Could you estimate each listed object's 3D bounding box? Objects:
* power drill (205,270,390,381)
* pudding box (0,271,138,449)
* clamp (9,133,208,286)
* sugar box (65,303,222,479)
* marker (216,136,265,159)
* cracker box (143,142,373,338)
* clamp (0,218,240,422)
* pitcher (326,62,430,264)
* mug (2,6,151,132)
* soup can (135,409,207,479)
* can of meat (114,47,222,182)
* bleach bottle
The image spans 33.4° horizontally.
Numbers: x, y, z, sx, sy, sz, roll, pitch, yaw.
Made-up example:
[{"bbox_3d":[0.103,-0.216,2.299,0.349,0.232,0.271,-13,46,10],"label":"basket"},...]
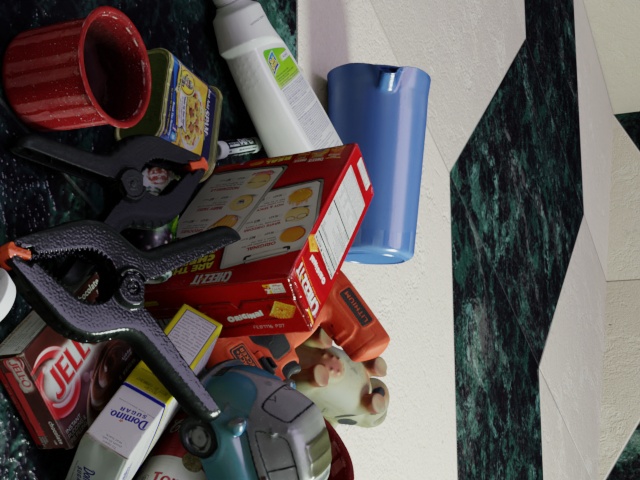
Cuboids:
[{"bbox_3d":[-0.019,0.119,1.044,0.187,0.057,0.184,-28,79,-41],"label":"power drill"},{"bbox_3d":[-0.196,0.092,0.827,0.113,0.039,0.090,-61,138,-53],"label":"pudding box"},{"bbox_3d":[-0.168,-0.050,0.860,0.171,0.039,0.120,-34,110,-43],"label":"clamp"},{"bbox_3d":[-0.146,0.138,0.875,0.093,0.048,0.176,-63,174,36],"label":"sugar box"},{"bbox_3d":[-0.084,-0.100,1.135,0.121,0.020,0.020,-21,104,-65],"label":"marker"},{"bbox_3d":[-0.057,0.001,1.001,0.072,0.164,0.213,67,30,-30],"label":"cracker box"},{"bbox_3d":[-0.148,0.049,0.811,0.209,0.036,0.164,14,66,-39],"label":"clamp"},{"bbox_3d":[0.068,-0.094,1.357,0.149,0.145,0.243,15,75,-51],"label":"pitcher"},{"bbox_3d":[-0.186,-0.124,0.840,0.117,0.082,0.093,41,49,-57],"label":"mug"},{"bbox_3d":[-0.124,0.208,0.928,0.102,0.069,0.068,-66,143,-47],"label":"soup can"},{"bbox_3d":[-0.138,-0.113,0.974,0.083,0.058,0.102,37,52,-55],"label":"can of meat"},{"bbox_3d":[-0.047,-0.162,1.149,0.251,0.068,0.102,64,27,-18],"label":"bleach bottle"}]
